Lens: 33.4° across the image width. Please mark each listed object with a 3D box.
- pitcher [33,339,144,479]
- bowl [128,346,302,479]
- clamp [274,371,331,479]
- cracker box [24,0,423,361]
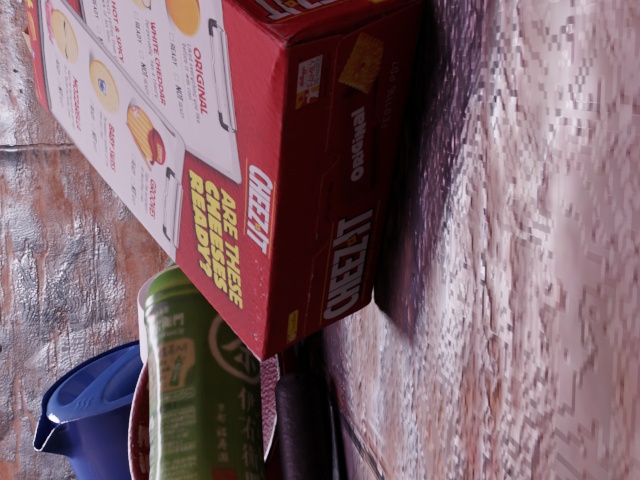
[{"bbox_3d":[-0.115,0.204,0.883,0.145,0.149,0.243,-75,-32,-69],"label":"pitcher"},{"bbox_3d":[-0.059,0.115,0.700,0.162,0.055,0.162,-23,57,41],"label":"bowl"},{"bbox_3d":[-0.002,0.192,0.548,0.210,0.036,0.165,-107,16,-58],"label":"clamp"},{"bbox_3d":[-0.056,-0.080,0.466,0.214,0.072,0.164,44,146,32],"label":"cracker box"}]
